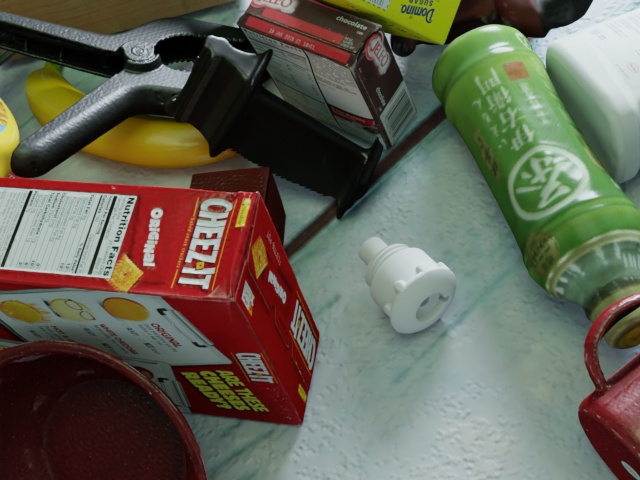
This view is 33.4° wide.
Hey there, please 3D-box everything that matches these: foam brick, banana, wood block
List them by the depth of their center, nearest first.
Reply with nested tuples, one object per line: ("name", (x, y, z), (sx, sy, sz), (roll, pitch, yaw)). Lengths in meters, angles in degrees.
("foam brick", (-0.054, 0.001, 0.672), (0.053, 0.051, 0.078), (-3, 57, 11))
("banana", (-0.146, -0.088, 0.757), (0.198, 0.037, 0.069), (27, 67, 26))
("wood block", (-0.167, -0.218, 0.811), (0.206, 0.091, 0.090), (-14, 53, 3))

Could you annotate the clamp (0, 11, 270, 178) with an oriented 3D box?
("clamp", (-0.126, -0.108, 0.725), (0.209, 0.036, 0.164), (-6, 48, -16))

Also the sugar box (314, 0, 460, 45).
("sugar box", (0.002, -0.173, 0.710), (0.176, 0.093, 0.048), (23, 95, 53))

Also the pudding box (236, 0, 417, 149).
("pudding box", (0.006, -0.111, 0.693), (0.090, 0.113, 0.039), (27, 76, 25))

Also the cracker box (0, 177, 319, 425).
("cracker box", (-0.121, 0.033, 0.599), (0.214, 0.164, 0.072), (4, 61, 15))

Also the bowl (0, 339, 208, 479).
("bowl", (-0.124, 0.126, 0.577), (0.162, 0.055, 0.162), (3, 101, 16))
